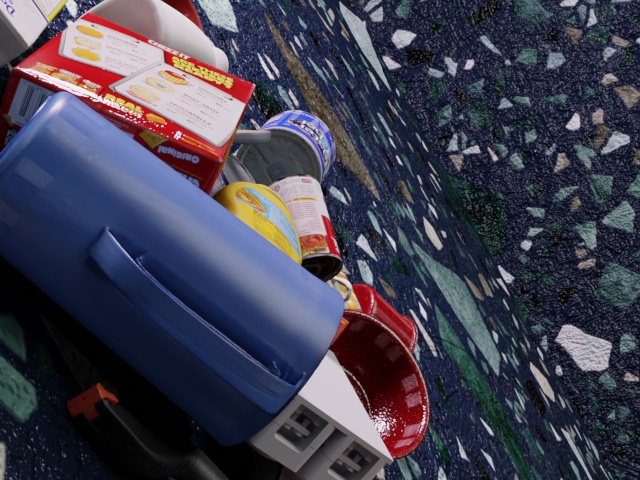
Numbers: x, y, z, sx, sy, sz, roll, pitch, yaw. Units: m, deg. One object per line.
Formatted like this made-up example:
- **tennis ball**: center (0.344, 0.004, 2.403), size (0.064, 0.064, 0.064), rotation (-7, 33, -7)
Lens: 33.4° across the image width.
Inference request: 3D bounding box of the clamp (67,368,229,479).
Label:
- **clamp**: center (-0.103, 0.142, 0.738), size (0.171, 0.039, 0.120), rotation (27, 27, -56)

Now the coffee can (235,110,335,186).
- **coffee can**: center (-0.040, -0.096, 1.280), size (0.103, 0.103, 0.140), rotation (58, 15, -9)

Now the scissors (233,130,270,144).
- **scissors**: center (-0.111, -0.107, 1.123), size (0.201, 0.096, 0.016), rotation (-51, 143, -77)

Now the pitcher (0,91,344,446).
- **pitcher**: center (-0.110, 0.019, 0.701), size (0.242, 0.149, 0.144), rotation (40, 49, -16)

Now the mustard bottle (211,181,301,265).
- **mustard bottle**: center (-0.056, 0.001, 0.901), size (0.096, 0.058, 0.191), rotation (42, 20, -20)

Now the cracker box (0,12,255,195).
- **cracker box**: center (-0.150, -0.103, 0.865), size (0.164, 0.072, 0.213), rotation (23, 22, -6)

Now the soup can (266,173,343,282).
- **soup can**: center (-0.021, -0.010, 1.120), size (0.068, 0.069, 0.102), rotation (37, 32, -56)

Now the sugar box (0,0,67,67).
- **sugar box**: center (-0.262, -0.213, 0.883), size (0.093, 0.048, 0.176), rotation (54, 19, -22)

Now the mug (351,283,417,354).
- **mug**: center (0.046, 0.101, 1.247), size (0.081, 0.093, 0.117), rotation (44, -10, -33)

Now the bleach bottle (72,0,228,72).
- **bleach bottle**: center (-0.151, -0.188, 1.087), size (0.068, 0.103, 0.250), rotation (67, 16, 7)

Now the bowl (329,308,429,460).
- **bowl**: center (0.033, 0.153, 1.076), size (0.161, 0.055, 0.162), rotation (25, 46, -29)
